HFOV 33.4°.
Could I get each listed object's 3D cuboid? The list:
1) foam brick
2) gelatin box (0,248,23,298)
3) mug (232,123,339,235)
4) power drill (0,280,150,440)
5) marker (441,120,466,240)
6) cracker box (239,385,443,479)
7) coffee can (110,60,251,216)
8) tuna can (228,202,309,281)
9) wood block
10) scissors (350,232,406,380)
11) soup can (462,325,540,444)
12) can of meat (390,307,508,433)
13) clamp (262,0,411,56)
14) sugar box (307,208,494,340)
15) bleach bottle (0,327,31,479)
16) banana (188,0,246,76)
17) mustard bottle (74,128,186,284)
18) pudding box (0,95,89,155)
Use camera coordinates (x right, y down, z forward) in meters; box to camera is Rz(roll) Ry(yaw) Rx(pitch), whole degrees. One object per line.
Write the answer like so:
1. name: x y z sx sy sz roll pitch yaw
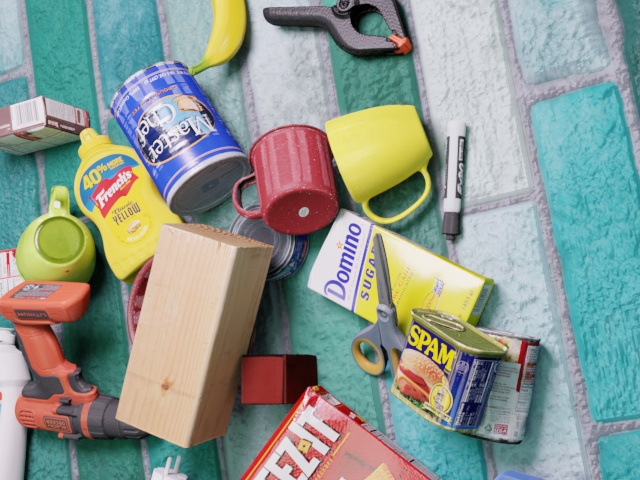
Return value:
1. foam brick: -0.042 0.145 1.115 0.051 0.078 0.053 -5 80 25
2. gelatin box: -0.349 0.044 1.295 0.089 0.030 0.073 -9 82 24
3. mug: -0.036 -0.056 1.107 0.117 0.093 0.081 -16 52 8
4. power drill: -0.278 0.140 1.196 0.185 0.057 0.188 1 114 22
5. marker: 0.135 -0.061 1.085 0.020 0.020 0.121 2 86 25
6. cracker box: 0.029 0.269 1.040 0.214 0.072 0.164 36 89 13
7. coffee can: -0.155 -0.113 1.180 0.103 0.102 0.140 -39 70 16
8. tuna can: -0.058 0.001 1.160 0.086 0.033 0.086 -3 83 25
9. wood block: -0.128 0.093 1.089 0.091 0.090 0.206 18 97 22
10. scissors: 0.052 0.073 1.050 0.096 0.016 0.201 7 128 43
11. soup can: 0.169 0.138 1.022 0.069 0.068 0.102 10 89 25
12. can of meat: 0.116 0.120 0.991 0.102 0.057 0.084 33 111 54
13. clamp: 0.020 -0.244 1.147 0.120 0.039 0.171 -48 68 15
14. sugar box: 0.079 0.044 1.086 0.176 0.048 0.093 26 96 24
15. bleach bottle: -0.401 0.230 1.283 0.103 0.068 0.251 1 83 25
16. banana: -0.119 -0.277 1.204 0.037 0.069 0.198 -35 57 56
17. mustard bottle: -0.229 -0.051 1.231 0.096 0.058 0.192 -33 70 3
18. pudding box: -0.348 -0.136 1.280 0.114 0.090 0.039 -10 82 23
